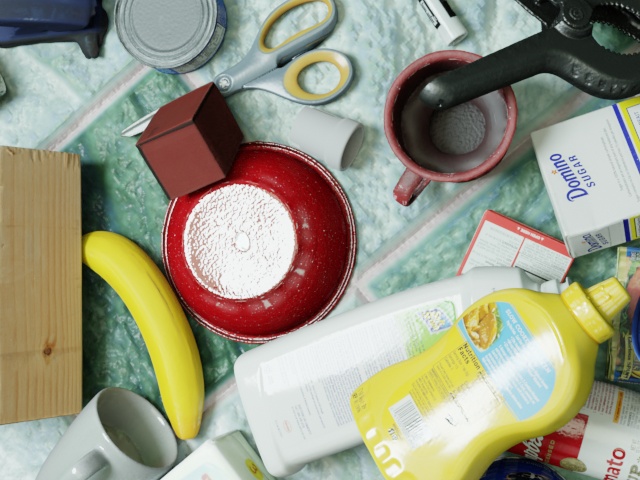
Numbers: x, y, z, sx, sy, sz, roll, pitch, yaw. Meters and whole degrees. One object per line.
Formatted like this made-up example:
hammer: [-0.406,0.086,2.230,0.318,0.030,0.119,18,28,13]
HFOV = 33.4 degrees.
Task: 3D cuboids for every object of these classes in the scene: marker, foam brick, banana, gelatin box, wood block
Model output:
marker: [0.073,-0.203,0.819,0.020,0.020,0.121,-33,82,10]
foam brick: [-0.098,-0.076,0.815,0.053,0.078,0.051,-22,114,19]
banana: [-0.139,0.062,0.852,0.070,0.037,0.198,-44,76,36]
gelatin box: [0.139,0.031,0.792,0.073,0.030,0.089,25,96,12]
wood block: [-0.248,0.034,0.835,0.090,0.090,0.206,-2,87,34]

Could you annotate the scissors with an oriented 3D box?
scissors: [-0.058,-0.114,0.847,0.202,0.016,0.096,-40,81,9]

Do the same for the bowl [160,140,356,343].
bowl: [-0.055,0.001,0.824,0.162,0.055,0.162,0,89,12]

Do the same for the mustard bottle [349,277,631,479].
mustard bottle: [0.116,0.087,0.688,0.192,0.058,0.096,-39,57,14]

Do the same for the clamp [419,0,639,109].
clamp: [0.163,-0.138,0.732,0.210,0.036,0.164,16,66,-6]

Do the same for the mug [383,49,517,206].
mug: [0.091,-0.075,0.779,0.093,0.081,0.117,32,95,11]

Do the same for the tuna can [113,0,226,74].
tuna can: [-0.119,-0.177,0.853,0.086,0.033,0.086,0,88,12]

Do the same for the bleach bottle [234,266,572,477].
bleach bottle: [0.066,0.088,0.769,0.251,0.068,0.102,-21,87,20]
